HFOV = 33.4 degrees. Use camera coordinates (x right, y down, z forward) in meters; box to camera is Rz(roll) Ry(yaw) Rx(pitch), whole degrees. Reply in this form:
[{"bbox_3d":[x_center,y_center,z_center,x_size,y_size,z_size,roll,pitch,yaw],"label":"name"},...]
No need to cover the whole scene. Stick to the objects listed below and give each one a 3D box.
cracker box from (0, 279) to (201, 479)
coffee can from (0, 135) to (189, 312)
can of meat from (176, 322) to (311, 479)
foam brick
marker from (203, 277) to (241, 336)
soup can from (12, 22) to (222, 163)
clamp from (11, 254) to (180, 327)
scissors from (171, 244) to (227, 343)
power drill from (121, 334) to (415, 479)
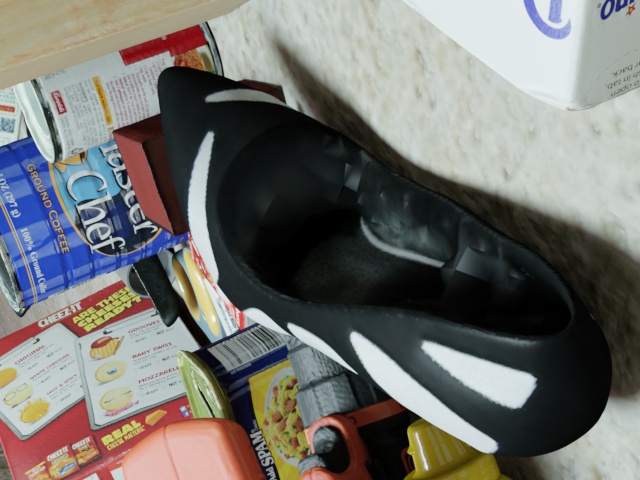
[{"bbox_3d":[-0.166,0.126,0.832,0.214,0.164,0.072,43,155,54],"label":"cracker box"},{"bbox_3d":[-0.149,-0.028,0.691,0.103,0.140,0.103,50,153,36],"label":"coffee can"},{"bbox_3d":[-0.023,0.093,0.596,0.058,0.083,0.102,31,139,56],"label":"can of meat"},{"bbox_3d":[-0.057,-0.043,0.547,0.051,0.078,0.053,23,134,60],"label":"foam brick"},{"bbox_3d":[-0.049,0.078,0.729,0.121,0.020,0.020,68,159,-4],"label":"marker"},{"bbox_3d":[-0.115,-0.091,0.599,0.069,0.102,0.068,50,154,36],"label":"soup can"},{"bbox_3d":[-0.167,-0.017,0.772,0.039,0.120,0.171,-167,73,-77],"label":"clamp"},{"bbox_3d":[-0.071,0.088,0.797,0.096,0.016,0.202,30,139,59],"label":"scissors"},{"bbox_3d":[-0.006,0.103,0.473,0.057,0.187,0.184,-26,79,25],"label":"power drill"}]
